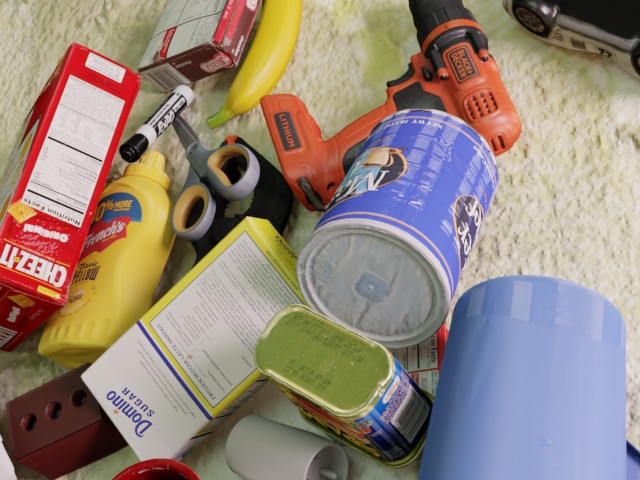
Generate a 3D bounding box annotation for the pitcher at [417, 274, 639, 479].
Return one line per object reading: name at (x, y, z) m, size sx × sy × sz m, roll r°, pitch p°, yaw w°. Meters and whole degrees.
pitcher at (0.126, 0.149, 0.617) m, size 0.145 × 0.149 × 0.242 m, roll -12°, pitch 51°, yaw 37°

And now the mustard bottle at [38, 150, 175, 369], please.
mustard bottle at (-0.163, 0.010, 0.875) m, size 0.096 × 0.058 × 0.191 m, roll -12°, pitch 53°, yaw 42°

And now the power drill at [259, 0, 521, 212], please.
power drill at (0.049, -0.117, 0.853) m, size 0.188 × 0.057 × 0.184 m, roll -25°, pitch 53°, yaw 10°

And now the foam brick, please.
foam brick at (-0.190, 0.138, 0.813) m, size 0.078 × 0.051 × 0.053 m, roll -27°, pitch 53°, yaw 8°

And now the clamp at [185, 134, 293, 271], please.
clamp at (-0.056, 0.001, 0.842) m, size 0.165 × 0.036 × 0.210 m, roll -11°, pitch 54°, yaw 22°

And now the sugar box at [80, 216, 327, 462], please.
sugar box at (-0.079, 0.075, 0.763) m, size 0.176 × 0.048 × 0.093 m, roll -43°, pitch 75°, yaw 15°

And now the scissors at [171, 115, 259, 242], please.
scissors at (-0.111, -0.055, 0.886) m, size 0.096 × 0.016 × 0.202 m, roll -55°, pitch 32°, yaw -6°

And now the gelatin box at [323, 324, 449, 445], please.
gelatin box at (0.048, 0.099, 0.737) m, size 0.089 × 0.030 × 0.073 m, roll -11°, pitch 55°, yaw 20°

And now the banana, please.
banana at (-0.049, -0.189, 0.960) m, size 0.070 × 0.037 × 0.197 m, roll 3°, pitch 62°, yaw 27°

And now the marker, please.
marker at (-0.142, -0.101, 0.927) m, size 0.020 × 0.020 × 0.121 m, roll -4°, pitch 31°, yaw 23°

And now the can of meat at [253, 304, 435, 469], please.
can of meat at (0.016, 0.092, 0.682) m, size 0.102 × 0.084 × 0.057 m, roll 24°, pitch 73°, yaw 36°

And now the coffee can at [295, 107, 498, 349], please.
coffee can at (0.056, -0.011, 0.725) m, size 0.103 × 0.103 × 0.140 m, roll 0°, pitch 37°, yaw 26°

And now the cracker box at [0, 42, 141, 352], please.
cracker box at (-0.228, -0.031, 0.879) m, size 0.164 × 0.072 × 0.213 m, roll -33°, pitch 39°, yaw 56°

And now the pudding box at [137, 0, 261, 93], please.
pudding box at (-0.108, -0.190, 0.968) m, size 0.114 × 0.039 × 0.090 m, roll -8°, pitch 54°, yaw 43°
